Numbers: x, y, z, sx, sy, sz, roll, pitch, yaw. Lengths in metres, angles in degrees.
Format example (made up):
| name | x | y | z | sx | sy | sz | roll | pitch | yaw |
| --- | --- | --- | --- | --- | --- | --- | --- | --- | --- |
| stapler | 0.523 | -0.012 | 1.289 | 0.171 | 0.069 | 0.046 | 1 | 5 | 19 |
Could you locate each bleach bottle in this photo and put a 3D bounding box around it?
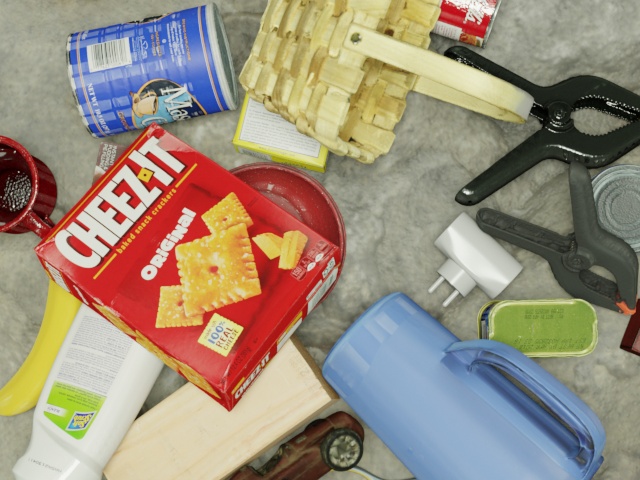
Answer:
| name | x | y | z | sx | sy | sz | roll | pitch | yaw |
| --- | --- | --- | --- | --- | --- | --- | --- | --- | --- |
| bleach bottle | -0.208 | 0.136 | 0.954 | 0.103 | 0.068 | 0.250 | 11 | 59 | 27 |

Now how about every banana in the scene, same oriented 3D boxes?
| name | x | y | z | sx | sy | sz | roll | pitch | yaw |
| --- | --- | --- | --- | --- | --- | --- | --- | --- | --- |
| banana | -0.269 | 0.094 | 1.034 | 0.069 | 0.037 | 0.198 | 28 | 88 | 3 |

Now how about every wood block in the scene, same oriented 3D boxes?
| name | x | y | z | sx | sy | sz | roll | pitch | yaw |
| --- | --- | --- | --- | --- | --- | --- | --- | --- | --- |
| wood block | -0.093 | 0.170 | 0.988 | 0.206 | 0.091 | 0.090 | -35 | 81 | 1 |

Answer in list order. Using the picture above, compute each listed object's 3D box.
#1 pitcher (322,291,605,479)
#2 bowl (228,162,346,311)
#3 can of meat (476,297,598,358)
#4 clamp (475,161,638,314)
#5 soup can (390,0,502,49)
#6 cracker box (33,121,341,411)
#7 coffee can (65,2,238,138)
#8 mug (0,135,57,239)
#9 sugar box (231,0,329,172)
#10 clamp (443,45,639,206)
| name | x | y | z | sx | sy | sz | roll | pitch | yaw |
| --- | --- | --- | --- | --- | --- | --- | --- | --- | --- |
| pitcher | 0.125 | 0.155 | 0.946 | 0.243 | 0.145 | 0.149 | 43 | 86 | 13 |
| bowl | -0.057 | 0.001 | 1.018 | 0.162 | 0.055 | 0.162 | 0 | 85 | 4 |
| can of meat | 0.198 | 0.081 | 0.979 | 0.102 | 0.084 | 0.057 | -2 | 85 | 4 |
| clamp | 0.227 | 0.008 | 0.983 | 0.171 | 0.120 | 0.039 | 52 | 47 | -23 |
| soup can | 0.120 | -0.231 | 1.017 | 0.102 | 0.068 | 0.068 | 20 | 87 | 6 |
| cracker box | -0.113 | 0.019 | 0.932 | 0.214 | 0.072 | 0.164 | 34 | 70 | 14 |
| coffee can | -0.157 | -0.160 | 1.013 | 0.140 | 0.103 | 0.103 | -12 | 85 | 3 |
| mug | -0.294 | -0.042 | 1.024 | 0.117 | 0.081 | 0.093 | 40 | 89 | 6 |
| sugar box | -0.019 | -0.163 | 1.033 | 0.093 | 0.048 | 0.176 | 14 | 84 | 3 |
| clamp | 0.217 | -0.102 | 1.005 | 0.210 | 0.036 | 0.164 | 5 | 70 | 1 |
